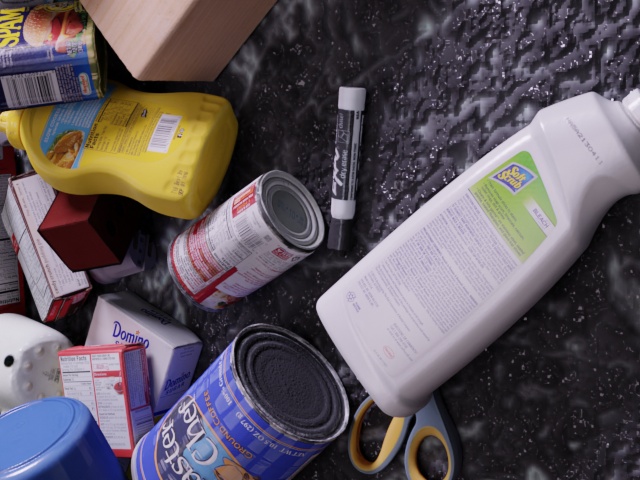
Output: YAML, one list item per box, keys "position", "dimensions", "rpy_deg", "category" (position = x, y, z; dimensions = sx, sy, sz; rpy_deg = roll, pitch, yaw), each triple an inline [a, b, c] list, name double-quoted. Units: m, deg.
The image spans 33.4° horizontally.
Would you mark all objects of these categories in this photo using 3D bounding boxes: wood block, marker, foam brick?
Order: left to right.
- position: [-0.180, -0.021, 0.856]
  dimensions: [0.051, 0.078, 0.053]
  rpy_deg: [-11, 132, 25]
  category: "foam brick"
- position: [-0.070, -0.216, 0.756]
  dimensions: [0.206, 0.090, 0.090]
  rpy_deg: [-46, 70, 30]
  category: "wood block"
- position: [0.018, -0.048, 0.759]
  dimensions: [0.020, 0.020, 0.121]
  rpy_deg: [11, 103, 33]
  category: "marker"

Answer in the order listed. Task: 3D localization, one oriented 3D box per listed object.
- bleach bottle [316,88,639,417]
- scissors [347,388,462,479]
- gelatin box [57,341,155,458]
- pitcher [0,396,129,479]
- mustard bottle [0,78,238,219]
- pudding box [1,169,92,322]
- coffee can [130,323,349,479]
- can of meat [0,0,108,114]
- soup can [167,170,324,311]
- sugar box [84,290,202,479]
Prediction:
- position: [0.116, 0.001, 0.662]
  dimensions: [0.251, 0.068, 0.102]
  rpy_deg: [-41, 75, 23]
  category: "bleach bottle"
- position: [0.084, 0.095, 0.734]
  dimensions: [0.096, 0.016, 0.202]
  rpy_deg: [41, 117, 22]
  category: "scissors"
- position: [-0.170, 0.128, 0.854]
  dimensions: [0.073, 0.030, 0.089]
  rpy_deg: [-7, 91, 35]
  category: "gelatin box"
- position: [-0.193, 0.249, 0.819]
  dimensions: [0.145, 0.149, 0.243]
  rpy_deg: [3, 122, 42]
  category: "pitcher"
- position: [-0.166, -0.078, 0.819]
  dimensions: [0.192, 0.058, 0.096]
  rpy_deg: [12, 66, 17]
  category: "mustard bottle"
- position: [-0.234, 0.006, 0.909]
  dimensions: [0.113, 0.039, 0.090]
  rpy_deg: [66, 155, 7]
  category: "pudding box"
- position: [-0.061, 0.144, 0.789]
  dimensions: [0.140, 0.102, 0.103]
  rpy_deg: [-48, 70, 30]
  category: "coffee can"
- position: [-0.206, -0.140, 0.802]
  dimensions: [0.102, 0.084, 0.057]
  rpy_deg: [-104, 7, -54]
  category: "can of meat"
- position: [-0.055, 0.001, 0.787]
  dimensions: [0.102, 0.068, 0.068]
  rpy_deg: [-33, 77, 33]
  category: "soup can"
- position: [-0.165, 0.141, 0.898]
  dimensions: [0.093, 0.048, 0.176]
  rpy_deg: [30, 109, 28]
  category: "sugar box"
